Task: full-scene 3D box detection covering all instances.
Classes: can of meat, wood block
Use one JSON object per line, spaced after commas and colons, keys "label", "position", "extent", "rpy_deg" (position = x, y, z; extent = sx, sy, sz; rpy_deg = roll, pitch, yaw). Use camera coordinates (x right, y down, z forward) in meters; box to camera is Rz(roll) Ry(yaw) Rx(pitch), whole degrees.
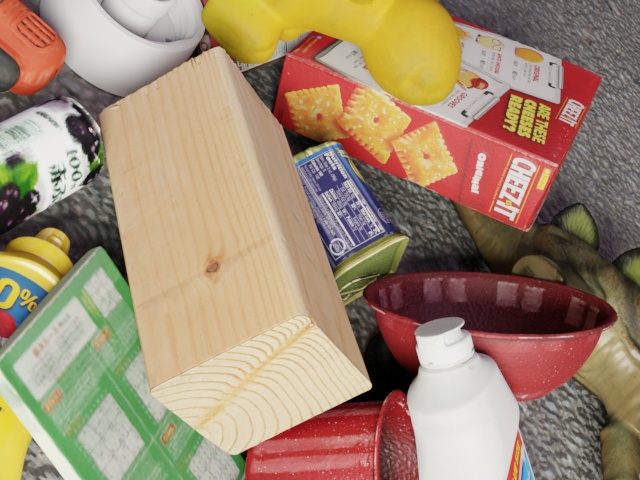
{"label": "can of meat", "position": [0.009, -0.009, 0.718], "extent": [0.057, 0.102, 0.084], "rpy_deg": [-29, 75, -12]}
{"label": "wood block", "position": [-0.054, 0.001, 0.606], "extent": [0.090, 0.091, 0.206], "rpy_deg": [50, 16, -49]}

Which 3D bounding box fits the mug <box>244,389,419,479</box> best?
{"label": "mug", "position": [0.014, 0.143, 0.603], "extent": [0.093, 0.082, 0.117], "rpy_deg": [-68, 143, -51]}

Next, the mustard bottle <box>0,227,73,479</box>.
{"label": "mustard bottle", "position": [-0.169, 0.062, 0.526], "extent": [0.096, 0.058, 0.191], "rpy_deg": [37, 40, -17]}

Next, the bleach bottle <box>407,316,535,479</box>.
{"label": "bleach bottle", "position": [0.094, 0.168, 0.599], "extent": [0.102, 0.068, 0.251], "rpy_deg": [-36, 114, -60]}

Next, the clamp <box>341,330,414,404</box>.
{"label": "clamp", "position": [0.049, 0.104, 0.712], "extent": [0.120, 0.039, 0.171], "rpy_deg": [40, 34, -19]}

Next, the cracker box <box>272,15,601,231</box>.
{"label": "cracker box", "position": [0.093, -0.109, 0.834], "extent": [0.214, 0.072, 0.164], "rpy_deg": [25, 39, 11]}

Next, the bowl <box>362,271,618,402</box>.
{"label": "bowl", "position": [0.106, 0.064, 0.688], "extent": [0.161, 0.162, 0.055], "rpy_deg": [-10, 106, -46]}
